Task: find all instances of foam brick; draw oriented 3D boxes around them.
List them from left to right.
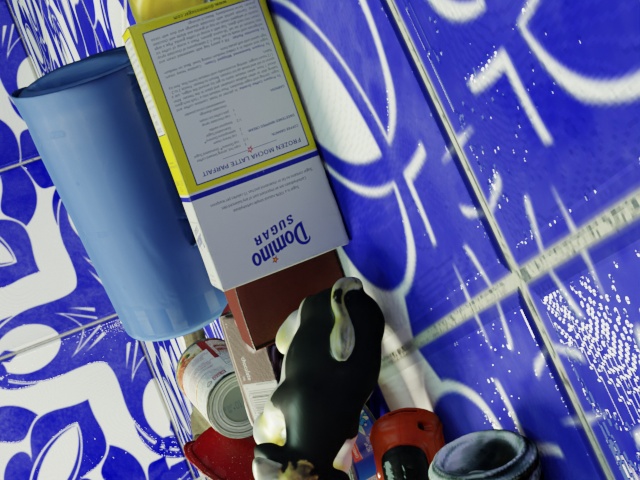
[{"bbox_3d":[-0.025,0.037,0.756,0.051,0.078,0.053,70,166,-8],"label":"foam brick"}]

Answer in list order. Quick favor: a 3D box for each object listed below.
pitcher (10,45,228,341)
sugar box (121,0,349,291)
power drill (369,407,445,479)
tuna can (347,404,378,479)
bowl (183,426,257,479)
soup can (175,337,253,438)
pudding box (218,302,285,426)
[{"bbox_3d":[-0.149,-0.040,0.906,0.149,0.145,0.243,-114,5,-69],"label":"pitcher"},{"bbox_3d":[-0.055,-0.065,0.693,0.048,0.093,0.176,-164,55,-73],"label":"sugar box"},{"bbox_3d":[0.054,0.202,0.591,0.187,0.057,0.184,-36,-67,-78],"label":"power drill"},{"bbox_3d":[0.014,0.146,0.747,0.086,0.033,0.086,43,145,41],"label":"tuna can"},{"bbox_3d":[-0.049,0.212,1.035,0.162,0.055,0.162,27,-179,-1],"label":"bowl"},{"bbox_3d":[-0.090,0.138,1.009,0.102,0.068,0.068,27,136,64],"label":"soup can"},{"bbox_3d":[-0.046,0.092,0.917,0.090,0.039,0.113,-65,-36,-65],"label":"pudding box"}]
